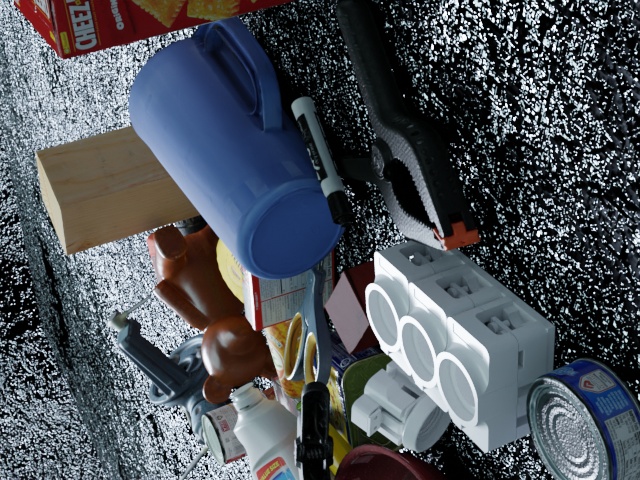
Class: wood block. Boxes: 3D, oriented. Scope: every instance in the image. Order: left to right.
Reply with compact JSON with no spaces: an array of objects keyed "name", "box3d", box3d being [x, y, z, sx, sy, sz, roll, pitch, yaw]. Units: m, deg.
[{"name":"wood block","box3d":[-0.206,-0.071,1.210,0.090,0.205,0.091,60,157,29]}]

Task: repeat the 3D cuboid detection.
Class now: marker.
[{"name":"marker","box3d":[0.002,-0.064,0.877,0.020,0.020,0.121,112,143,-59]}]

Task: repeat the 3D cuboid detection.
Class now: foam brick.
[{"name":"foam brick","box3d":[0.044,0.054,0.906,0.053,0.051,0.078,64,158,18]}]

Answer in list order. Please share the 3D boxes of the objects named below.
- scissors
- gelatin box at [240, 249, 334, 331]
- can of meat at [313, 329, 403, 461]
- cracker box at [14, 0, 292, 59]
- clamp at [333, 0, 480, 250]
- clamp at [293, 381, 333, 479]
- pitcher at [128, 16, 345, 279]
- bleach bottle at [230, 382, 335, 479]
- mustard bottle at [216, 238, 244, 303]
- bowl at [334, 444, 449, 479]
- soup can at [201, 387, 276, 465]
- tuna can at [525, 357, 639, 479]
[{"name":"scissors","box3d":[0.001,0.051,0.971,0.096,0.016,0.202,-125,44,-54]},{"name":"gelatin box","box3d":[-0.030,0.039,1.025,0.030,0.089,0.073,49,150,48]},{"name":"can of meat","box3d":[0.034,0.141,0.995,0.084,0.057,0.102,-147,44,-62]},{"name":"cracker box","box3d":[-0.148,-0.236,0.920,0.164,0.213,0.072,44,146,51]},{"name":"clamp","box3d":[0.055,-0.059,0.805,0.165,0.036,0.210,95,153,-49]},{"name":"clamp","box3d":[-0.005,0.203,0.975,0.171,0.039,0.120,92,-179,-71]},{"name":"pitcher","box3d":[-0.073,-0.085,0.973,0.243,0.145,0.149,52,-179,42]},{"name":"bleach bottle","box3d":[-0.027,0.267,1.140,0.103,0.068,0.251,-25,97,44]},{"name":"mustard bottle","box3d":[-0.058,0.002,1.106,0.096,0.058,0.192,56,155,13]},{"name":"bowl","box3d":[0.081,0.250,0.936,0.162,0.055,0.162,20,116,48]},{"name":"soup can","box3d":[-0.085,0.224,1.295,0.069,0.102,0.068,51,151,43]},{"name":"tuna can","box3d":[0.168,0.120,0.674,0.086,0.033,0.086,51,151,43]}]
